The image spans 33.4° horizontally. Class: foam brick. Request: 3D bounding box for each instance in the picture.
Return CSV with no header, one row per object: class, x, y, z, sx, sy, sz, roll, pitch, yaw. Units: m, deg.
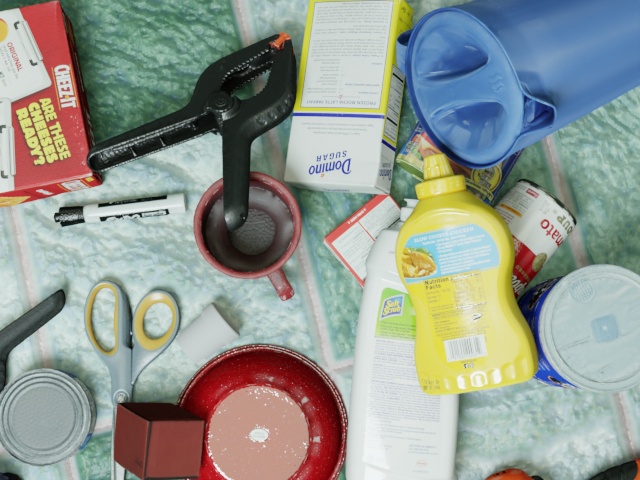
foam brick,-0.141,0.173,0.921,0.051,0.078,0.053,4,92,-30

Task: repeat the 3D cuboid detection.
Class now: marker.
marker,-0.184,-0.028,0.981,0.121,0.020,0.020,-6,84,-1

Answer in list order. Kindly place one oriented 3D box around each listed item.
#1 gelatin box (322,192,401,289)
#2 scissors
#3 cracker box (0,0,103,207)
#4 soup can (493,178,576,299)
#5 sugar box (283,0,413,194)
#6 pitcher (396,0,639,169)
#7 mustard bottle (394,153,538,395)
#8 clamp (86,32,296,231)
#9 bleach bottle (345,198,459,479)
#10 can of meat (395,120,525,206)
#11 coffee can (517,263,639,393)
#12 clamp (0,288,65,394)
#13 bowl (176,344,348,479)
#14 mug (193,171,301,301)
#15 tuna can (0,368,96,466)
gelatin box,0.058,0.010,0.973,0.073,0.030,0.089,-40,88,-5
scissors,-0.162,0.131,0.965,0.096,0.016,0.202,-13,84,-2
cracker box,-0.319,-0.110,0.964,0.213,0.072,0.164,-12,85,-3
soup can,0.171,0.004,0.954,0.068,0.068,0.102,40,85,4
sugar box,0.026,-0.132,0.968,0.093,0.048,0.176,6,86,26
pitcher,0.194,-0.166,0.916,0.242,0.145,0.149,-24,82,-30
mustard bottle,0.111,0.024,0.865,0.096,0.058,0.191,-12,89,23
clamp,-0.078,-0.101,0.925,0.165,0.036,0.209,30,63,28
bleach bottle,0.081,0.091,0.927,0.102,0.068,0.251,6,92,-2
can of meat,0.129,-0.083,0.971,0.102,0.057,0.084,31,86,3
coffee can,0.224,0.077,0.910,0.103,0.140,0.103,0,84,0
clamp,-0.320,0.091,0.957,0.120,0.039,0.171,30,85,5
bowl,-0.054,0.172,0.942,0.162,0.055,0.162,0,83,-1
mug,-0.056,0.001,0.947,0.093,0.081,0.117,-33,85,-4
tuna can,-0.245,0.157,0.953,0.086,0.034,0.086,0,84,0
